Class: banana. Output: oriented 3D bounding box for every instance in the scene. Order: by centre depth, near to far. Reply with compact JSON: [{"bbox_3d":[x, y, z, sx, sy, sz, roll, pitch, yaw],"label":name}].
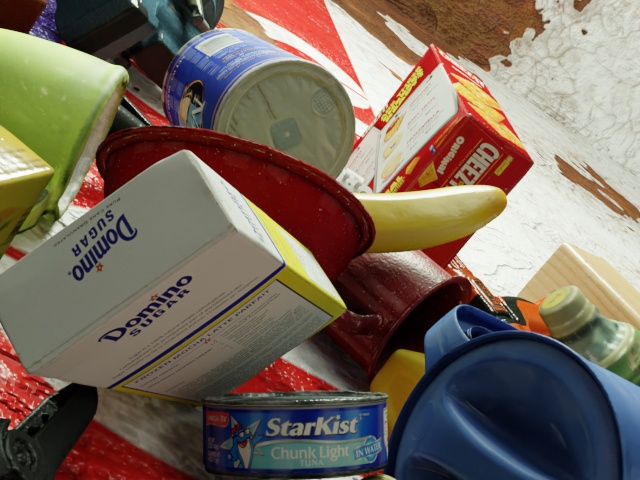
[{"bbox_3d":[0.015,-0.023,0.655,0.198,0.037,0.069,11,60,3],"label":"banana"}]

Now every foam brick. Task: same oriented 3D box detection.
[{"bbox_3d":[-0.212,-0.138,0.672,0.053,0.078,0.051,29,21,-24],"label":"foam brick"}]

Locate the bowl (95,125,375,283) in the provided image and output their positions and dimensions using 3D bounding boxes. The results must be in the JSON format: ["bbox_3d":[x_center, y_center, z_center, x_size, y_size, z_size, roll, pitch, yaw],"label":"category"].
[{"bbox_3d":[-0.054,0.001,0.586,0.162,0.055,0.162,14,-22,5],"label":"bowl"}]

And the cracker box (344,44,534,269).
[{"bbox_3d":[0.078,-0.053,0.866,0.072,0.164,0.213,34,18,-14],"label":"cracker box"}]

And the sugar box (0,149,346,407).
[{"bbox_3d":[-0.054,0.025,0.454,0.048,0.093,0.176,57,4,21],"label":"sugar box"}]

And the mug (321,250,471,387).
[{"bbox_3d":[0.030,0.037,0.683,0.082,0.093,0.117,41,24,27],"label":"mug"}]

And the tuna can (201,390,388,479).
[{"bbox_3d":[-0.012,0.087,0.487,0.086,0.034,0.086,-1,-5,0],"label":"tuna can"}]

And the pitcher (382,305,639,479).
[{"bbox_3d":[0.153,0.131,0.563,0.242,0.149,0.145,24,-13,-41],"label":"pitcher"}]

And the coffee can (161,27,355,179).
[{"bbox_3d":[-0.049,-0.093,0.779,0.102,0.103,0.140,27,7,-29],"label":"coffee can"}]
